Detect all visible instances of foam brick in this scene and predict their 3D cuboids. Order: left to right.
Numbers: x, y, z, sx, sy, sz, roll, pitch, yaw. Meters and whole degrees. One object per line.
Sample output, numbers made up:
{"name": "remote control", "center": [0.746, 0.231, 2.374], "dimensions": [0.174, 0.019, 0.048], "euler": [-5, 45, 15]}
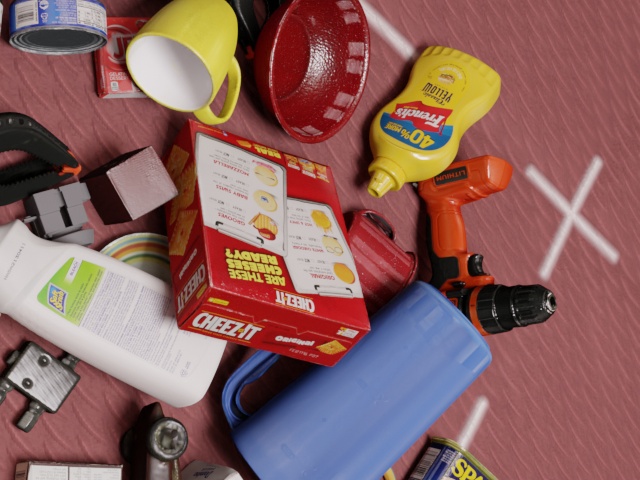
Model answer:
{"name": "foam brick", "center": [-0.176, -0.049, 0.976], "dimensions": [0.052, 0.078, 0.051], "euler": [-34, 105, -28]}

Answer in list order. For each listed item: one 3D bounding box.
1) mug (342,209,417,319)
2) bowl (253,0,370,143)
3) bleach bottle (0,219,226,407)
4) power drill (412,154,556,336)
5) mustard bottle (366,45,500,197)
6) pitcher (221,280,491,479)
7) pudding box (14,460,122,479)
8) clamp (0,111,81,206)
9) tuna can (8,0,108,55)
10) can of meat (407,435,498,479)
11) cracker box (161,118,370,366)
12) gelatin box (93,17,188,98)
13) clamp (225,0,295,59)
{"name": "mug", "center": [0.043, 0.015, 1.099], "dimensions": [0.081, 0.093, 0.117], "euler": [40, 53, -17]}
{"name": "bowl", "center": [-0.017, -0.181, 1.073], "dimensions": [0.161, 0.055, 0.162], "euler": [-24, 122, -47]}
{"name": "bleach bottle", "center": [-0.200, 0.049, 0.925], "dimensions": [0.250, 0.068, 0.102], "euler": [34, 58, -26]}
{"name": "power drill", "center": [0.163, 0.009, 1.123], "dimensions": [0.057, 0.185, 0.187], "euler": [21, 66, -45]}
{"name": "mustard bottle", "center": [0.108, -0.121, 1.147], "dimensions": [0.096, 0.058, 0.191], "euler": [29, 67, 19]}
{"name": "pitcher", "center": [0.035, 0.146, 1.015], "dimensions": [0.243, 0.145, 0.149], "euler": [-43, 125, -4]}
{"name": "pudding box", "center": [-0.223, 0.252, 0.937], "dimensions": [0.089, 0.039, 0.113], "euler": [9, 73, -29]}
{"name": "clamp", "center": [-0.305, -0.061, 0.899], "dimensions": [0.209, 0.036, 0.165], "euler": [5, 128, -47]}
{"name": "tuna can", "center": [-0.233, -0.192, 0.949], "dimensions": [0.086, 0.086, 0.034], "euler": [-1, 85, -31]}
{"name": "can of meat", "center": [0.141, 0.276, 1.152], "dimensions": [0.102, 0.058, 0.084], "euler": [44, 69, -20]}
{"name": "cracker box", "center": [-0.056, 0.001, 0.987], "dimensions": [0.164, 0.072, 0.214], "euler": [17, 41, -29]}
{"name": "gelatin box", "center": [-0.171, -0.174, 1.016], "dimensions": [0.089, 0.030, 0.073], "euler": [-5, 88, -31]}
{"name": "clamp", "center": [-0.051, -0.272, 1.091], "dimensions": [0.120, 0.039, 0.171], "euler": [-4, 95, -27]}
